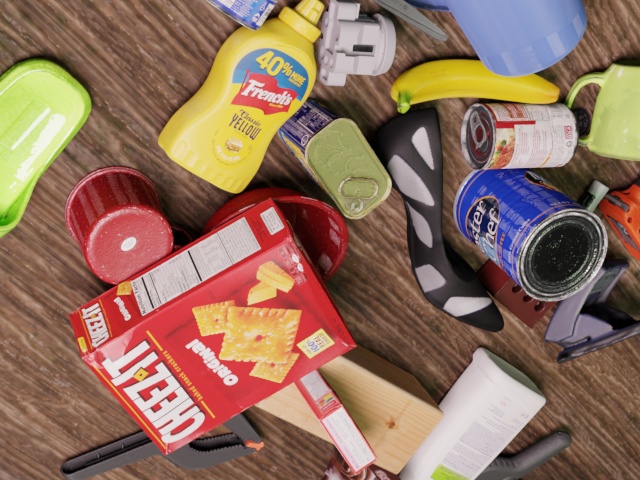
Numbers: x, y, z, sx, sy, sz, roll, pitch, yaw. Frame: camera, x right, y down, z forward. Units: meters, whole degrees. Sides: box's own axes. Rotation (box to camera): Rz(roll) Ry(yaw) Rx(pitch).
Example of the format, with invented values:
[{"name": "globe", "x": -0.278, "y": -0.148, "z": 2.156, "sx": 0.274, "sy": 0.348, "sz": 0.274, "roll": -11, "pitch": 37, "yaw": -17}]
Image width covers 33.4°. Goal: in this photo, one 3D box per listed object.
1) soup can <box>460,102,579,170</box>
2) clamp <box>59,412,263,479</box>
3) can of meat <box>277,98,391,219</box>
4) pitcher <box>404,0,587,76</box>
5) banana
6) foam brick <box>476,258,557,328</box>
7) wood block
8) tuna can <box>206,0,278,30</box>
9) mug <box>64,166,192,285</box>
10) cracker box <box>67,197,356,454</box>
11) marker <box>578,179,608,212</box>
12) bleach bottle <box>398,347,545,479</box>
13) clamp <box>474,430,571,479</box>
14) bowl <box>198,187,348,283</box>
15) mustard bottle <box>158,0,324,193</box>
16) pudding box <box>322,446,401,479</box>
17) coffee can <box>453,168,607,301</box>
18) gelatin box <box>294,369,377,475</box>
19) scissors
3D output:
[{"name": "soup can", "x": 0.205, "y": -0.108, "z": 1.097, "sx": 0.102, "sy": 0.069, "sz": 0.068, "roll": -4, "pitch": 116, "yaw": -21}, {"name": "clamp", "x": -0.151, "y": 0.185, "z": 1.117, "sx": 0.209, "sy": 0.036, "sz": 0.165, "roll": 9, "pitch": 112, "yaw": -28}, {"name": "can of meat", "x": 0.011, "y": -0.081, "z": 1.020, "sx": 0.057, "sy": 0.084, "sz": 0.102, "roll": -39, "pitch": 123, "yaw": -4}, {"name": "pitcher", "x": 0.140, "y": -0.265, "z": 0.967, "sx": 0.145, "sy": 0.149, "sz": 0.242, "roll": -47, "pitch": 127, "yaw": -13}, {"name": "banana", "x": 0.142, "y": -0.151, "z": 1.052, "sx": 0.197, "sy": 0.070, "sz": 0.037, "roll": -10, "pitch": 143, "yaw": -28}, {"name": "foam brick", "x": 0.221, "y": 0.052, "z": 1.194, "sx": 0.078, "sy": 0.051, "sz": 0.053, "roll": 36, "pitch": 98, "yaw": -32}, {"name": "wood block", "x": 0.020, "y": 0.160, "z": 1.144, "sx": 0.205, "sy": 0.090, "sz": 0.091, "roll": 32, "pitch": 99, "yaw": -31}, {"name": "tuna can", "x": -0.080, "y": -0.217, "z": 0.915, "sx": 0.086, "sy": 0.086, "sz": 0.034, "roll": 29, "pitch": 104, "yaw": -31}, {"name": "mug", "x": -0.172, "y": -0.007, "z": 0.985, "sx": 0.117, "sy": 0.082, "sz": 0.093, "roll": 18, "pitch": 107, "yaw": -29}, {"name": "cracker box", "x": -0.094, "y": 0.084, "z": 0.982, "sx": 0.213, "sy": 0.072, "sz": 0.164, "roll": -30, "pitch": 131, "yaw": -1}, {"name": "marker", "x": 0.284, "y": -0.013, "z": 1.206, "sx": 0.020, "sy": 0.020, "sz": 0.121, "roll": 25, "pitch": 104, "yaw": -30}, {"name": "bleach bottle", "x": 0.148, "y": 0.250, "z": 1.260, "sx": 0.102, "sy": 0.068, "sz": 0.251, "roll": 33, "pitch": 102, "yaw": -29}, {"name": "clamp", "x": 0.235, "y": 0.289, "z": 1.328, "sx": 0.171, "sy": 0.039, "sz": 0.120, "roll": 0, "pitch": 114, "yaw": -22}, {"name": "bowl", "x": -0.057, "y": 0.001, "z": 1.037, "sx": 0.162, "sy": 0.055, "sz": 0.162, "roll": -15, "pitch": 139, "yaw": -14}, {"name": "mustard bottle", "x": -0.059, "y": -0.141, "z": 0.978, "sx": 0.096, "sy": 0.058, "sz": 0.192, "roll": 29, "pitch": 101, "yaw": -38}, {"name": "pudding box", "x": 0.046, "y": 0.285, "z": 1.204, "sx": 0.039, "sy": 0.114, "sz": 0.090, "roll": 10, "pitch": 111, "yaw": -30}, {"name": "coffee can", "x": 0.214, "y": -0.014, "z": 1.105, "sx": 0.102, "sy": 0.140, "sz": 0.103, "roll": -9, "pitch": 118, "yaw": -18}, {"name": "gelatin box", "x": 0.016, "y": 0.177, "z": 1.052, "sx": 0.030, "sy": 0.073, "sz": 0.089, "roll": -34, "pitch": 123, "yaw": -4}, {"name": "scissors", "x": 0.019, "y": -0.222, "z": 0.953, "sx": 0.201, "sy": 0.016, "sz": 0.096, "roll": 46, "pitch": 78, "yaw": -14}]
